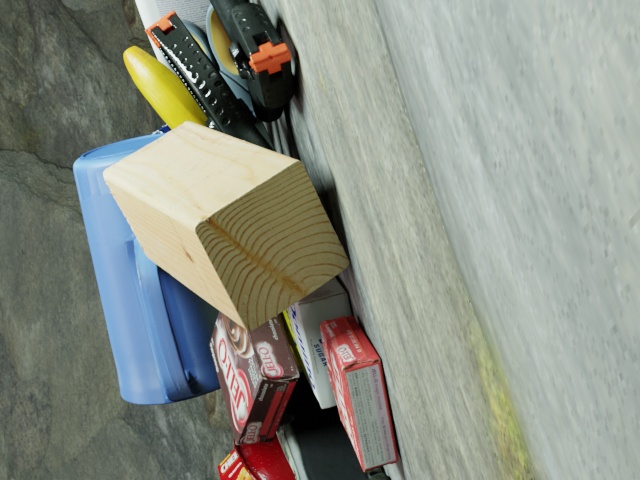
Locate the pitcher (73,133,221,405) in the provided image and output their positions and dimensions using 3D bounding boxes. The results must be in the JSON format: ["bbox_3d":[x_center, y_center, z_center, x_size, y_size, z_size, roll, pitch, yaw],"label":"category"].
[{"bbox_3d":[-0.153,0.028,1.013,0.149,0.144,0.243,1,109,43],"label":"pitcher"}]

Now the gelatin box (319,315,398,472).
[{"bbox_3d":[0.027,0.109,0.769,0.073,0.030,0.089,-121,17,-65],"label":"gelatin box"}]

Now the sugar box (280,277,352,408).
[{"bbox_3d":[-0.009,0.059,0.889,0.176,0.048,0.093,-121,17,-70],"label":"sugar box"}]

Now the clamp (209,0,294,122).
[{"bbox_3d":[-0.046,-0.132,0.812,0.120,0.039,0.171,63,179,-23],"label":"clamp"}]

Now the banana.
[{"bbox_3d":[-0.106,-0.093,0.961,0.197,0.037,0.070,50,169,-36],"label":"banana"}]

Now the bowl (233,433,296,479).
[{"bbox_3d":[-0.015,0.245,1.128,0.162,0.055,0.162,42,-178,-2],"label":"bowl"}]

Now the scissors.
[{"bbox_3d":[-0.085,-0.123,0.956,0.016,0.096,0.202,-81,-13,-54],"label":"scissors"}]

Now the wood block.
[{"bbox_3d":[-0.078,-0.018,0.803,0.206,0.090,0.091,27,146,59],"label":"wood block"}]

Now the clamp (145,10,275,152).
[{"bbox_3d":[-0.072,-0.093,0.889,0.210,0.036,0.164,54,175,-3],"label":"clamp"}]

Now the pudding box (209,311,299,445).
[{"bbox_3d":[-0.058,0.100,0.897,0.113,0.039,0.090,-109,30,-42],"label":"pudding box"}]
